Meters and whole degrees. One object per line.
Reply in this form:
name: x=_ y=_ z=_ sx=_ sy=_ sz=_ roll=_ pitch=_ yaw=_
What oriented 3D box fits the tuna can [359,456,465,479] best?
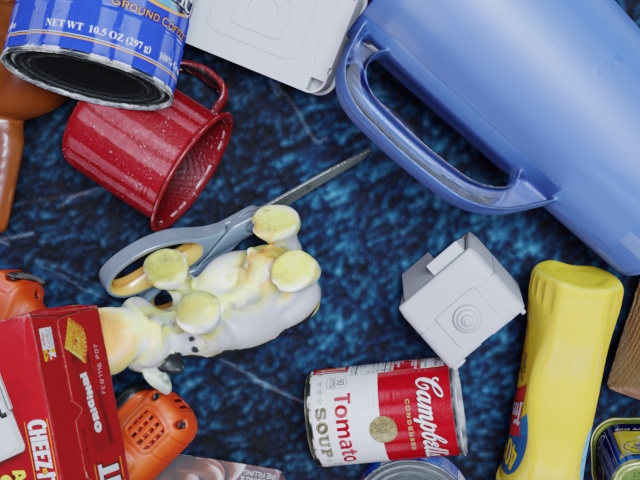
tuna can: x=0.065 y=0.190 z=0.754 sx=0.086 sy=0.033 sz=0.086 roll=1 pitch=99 yaw=8

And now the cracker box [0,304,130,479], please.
cracker box: x=-0.223 y=0.138 z=0.669 sx=0.214 sy=0.072 sz=0.164 roll=-12 pitch=88 yaw=28

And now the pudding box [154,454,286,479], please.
pudding box: x=-0.087 y=0.201 z=0.758 sx=0.113 sy=0.039 sz=0.090 roll=7 pitch=71 yaw=8

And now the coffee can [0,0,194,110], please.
coffee can: x=-0.123 y=-0.160 z=0.634 sx=0.103 sy=0.103 sz=0.140 roll=10 pitch=82 yaw=6

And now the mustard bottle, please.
mustard bottle: x=0.152 y=0.113 z=0.698 sx=0.058 sy=0.096 sz=0.192 roll=9 pitch=100 yaw=5

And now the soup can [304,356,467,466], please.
soup can: x=0.045 y=0.117 z=0.729 sx=0.102 sy=0.068 sz=0.068 roll=-7 pitch=97 yaw=10

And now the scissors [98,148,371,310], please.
scissors: x=-0.055 y=0.001 z=0.744 sx=0.201 sy=0.096 sz=0.016 roll=-22 pitch=57 yaw=-15

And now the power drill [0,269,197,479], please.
power drill: x=-0.202 y=0.128 z=0.744 sx=0.184 sy=0.057 sz=0.188 roll=-44 pitch=77 yaw=2

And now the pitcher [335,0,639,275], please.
pitcher: x=0.136 y=-0.088 z=0.654 sx=0.243 sy=0.144 sz=0.149 roll=44 pitch=119 yaw=-3

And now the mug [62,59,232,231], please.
mug: x=-0.111 y=-0.075 z=0.718 sx=0.081 sy=0.093 sz=0.117 roll=33 pitch=71 yaw=7
